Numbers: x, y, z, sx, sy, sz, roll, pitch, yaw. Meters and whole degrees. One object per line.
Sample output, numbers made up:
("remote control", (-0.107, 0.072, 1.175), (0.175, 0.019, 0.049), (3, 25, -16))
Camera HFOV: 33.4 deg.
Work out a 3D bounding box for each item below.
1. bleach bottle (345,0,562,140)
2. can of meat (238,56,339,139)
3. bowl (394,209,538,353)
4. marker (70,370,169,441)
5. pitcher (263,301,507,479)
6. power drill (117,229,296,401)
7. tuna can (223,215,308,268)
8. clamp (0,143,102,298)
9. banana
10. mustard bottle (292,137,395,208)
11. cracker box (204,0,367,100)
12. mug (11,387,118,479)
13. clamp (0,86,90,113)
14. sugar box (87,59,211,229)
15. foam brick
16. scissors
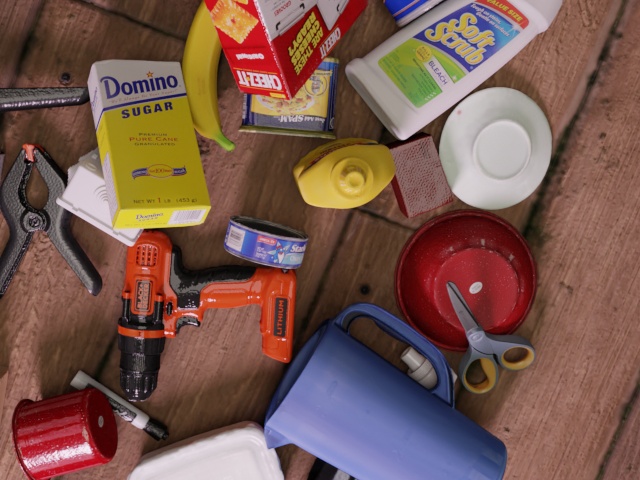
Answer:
("bleach bottle", (0.153, -0.218, 1.111), (0.251, 0.068, 0.102), (-39, 90, -3))
("can of meat", (-0.032, -0.151, 1.112), (0.102, 0.057, 0.084), (4, 96, -5))
("bowl", (0.163, 0.049, 1.154), (0.162, 0.055, 0.162), (0, 98, -4))
("marker", (-0.218, 0.182, 1.166), (0.121, 0.020, 0.020), (35, 94, -7))
("pitcher", (0.075, 0.188, 1.116), (0.243, 0.144, 0.149), (32, 134, -3))
("power drill", (-0.122, 0.086, 1.139), (0.187, 0.057, 0.184), (5, 98, -4))
("tuna can", (-0.057, 0.001, 1.117), (0.086, 0.086, 0.034), (14, 99, -6))
("clamp", (-0.286, -0.015, 1.124), (0.120, 0.039, 0.171), (4, 98, -6))
("banana", (-0.109, -0.192, 1.107), (0.070, 0.037, 0.198), (6, 94, 12))
("mustard bottle", (0.024, -0.066, 1.059), (0.096, 0.191, 0.058), (-18, 99, -1))
("cracker box", (-0.043, -0.267, 1.002), (0.072, 0.164, 0.213), (13, 141, 31))
("mug", (-0.262, 0.209, 1.131), (0.081, 0.093, 0.117), (-15, 140, 9))
("clamp", (-0.348, -0.147, 1.084), (0.164, 0.036, 0.210), (43, 80, -5))
("sugar box", (-0.172, -0.098, 1.060), (0.093, 0.048, 0.176), (-3, 65, -25))
("foam brick", (0.102, -0.070, 1.135), (0.053, 0.051, 0.078), (-19, 99, -2))
("scissors", (0.181, 0.095, 1.122), (0.096, 0.016, 0.202), (-16, 137, -5))
